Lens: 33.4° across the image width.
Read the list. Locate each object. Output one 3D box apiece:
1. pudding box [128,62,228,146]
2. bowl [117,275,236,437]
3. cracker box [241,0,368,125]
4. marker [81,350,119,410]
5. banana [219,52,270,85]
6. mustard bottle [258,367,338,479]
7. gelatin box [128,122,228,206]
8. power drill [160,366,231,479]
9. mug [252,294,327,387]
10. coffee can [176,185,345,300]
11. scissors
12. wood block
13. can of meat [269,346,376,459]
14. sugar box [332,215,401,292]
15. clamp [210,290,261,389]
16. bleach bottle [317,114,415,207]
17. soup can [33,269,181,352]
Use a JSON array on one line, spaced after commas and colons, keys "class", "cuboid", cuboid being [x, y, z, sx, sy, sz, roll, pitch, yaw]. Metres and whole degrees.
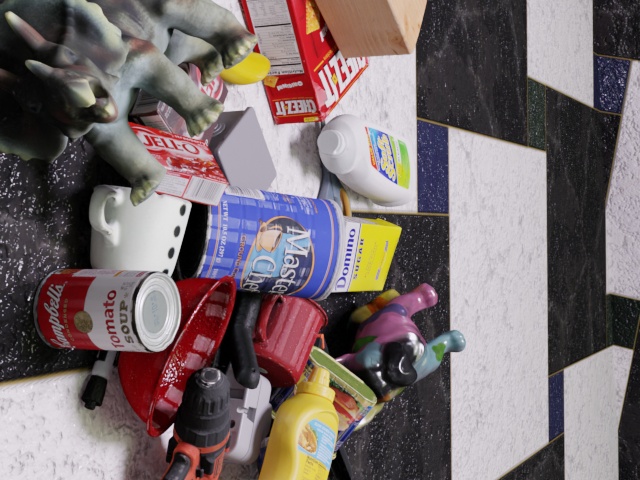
[{"class": "pudding box", "cuboid": [-0.135, -0.136, 1.038, 0.090, 0.039, 0.113, 59, 40, -46]}, {"class": "bowl", "cuboid": [-0.137, 0.095, 0.971, 0.162, 0.055, 0.162, -62, 170, -20]}, {"class": "cracker box", "cuboid": [-0.017, -0.266, 1.242, 0.164, 0.072, 0.213, -55, 137, -49]}, {"class": "marker", "cuboid": [-0.187, 0.094, 0.952, 0.020, 0.020, 0.121, 53, 44, -50]}, {"class": "banana", "cuboid": [-0.102, -0.203, 1.109, 0.197, 0.037, 0.069, 39, 56, -57]}, {"class": "mustard bottle", "cuboid": [-0.022, 0.224, 1.108, 0.096, 0.058, 0.191, 45, 54, -51]}, {"class": "gelatin box", "cuboid": [-0.136, -0.070, 0.964, 0.089, 0.073, 0.030, 13, 120, -35]}, {"class": "power drill", "cuboid": [-0.137, 0.223, 0.948, 0.187, 0.057, 0.184, -55, 162, -44]}, {"class": "mug", "cuboid": [-0.050, 0.100, 1.146, 0.117, 0.093, 0.081, 83, 25, -57]}, {"class": "coffee can", "cuboid": [-0.060, 0.001, 1.044, 0.140, 0.103, 0.103, 8, 80, -23]}, {"class": "scissors", "cuboid": [0.004, -0.083, 1.346, 0.096, 0.016, 0.202, -55, 137, -49]}, {"class": "wood block", "cuboid": [0.040, -0.305, 1.171, 0.206, 0.091, 0.090, 57, 42, -49]}, {"class": "can of meat", "cuboid": [0.001, 0.182, 1.205, 0.084, 0.102, 0.057, -52, -177, 11]}, {"class": "sugar box", "cuboid": [0.042, 0.017, 1.364, 0.176, 0.048, 0.093, 0, 108, -66]}, {"class": "clamp", "cuboid": [-0.096, 0.102, 1.083, 0.039, 0.120, 0.171, 31, 40, -27]}, {"class": "bleach bottle", "cuboid": [0.055, -0.102, 1.368, 0.250, 0.068, 0.102, 6, 80, -68]}, {"class": "soup can", "cuboid": [-0.175, 0.058, 0.883, 0.068, 0.102, 0.068, 0, 90, -64]}]
